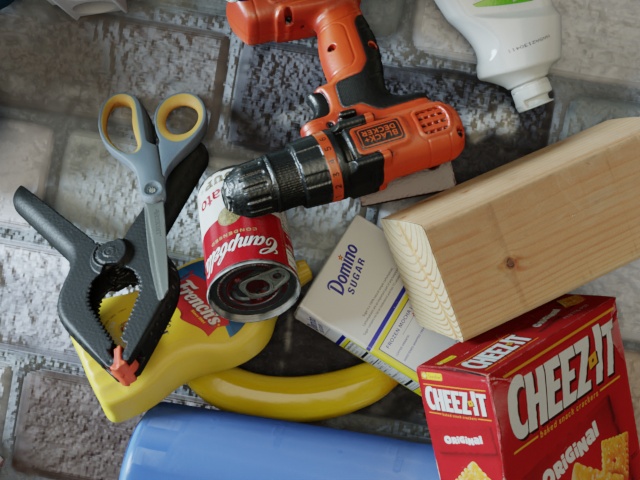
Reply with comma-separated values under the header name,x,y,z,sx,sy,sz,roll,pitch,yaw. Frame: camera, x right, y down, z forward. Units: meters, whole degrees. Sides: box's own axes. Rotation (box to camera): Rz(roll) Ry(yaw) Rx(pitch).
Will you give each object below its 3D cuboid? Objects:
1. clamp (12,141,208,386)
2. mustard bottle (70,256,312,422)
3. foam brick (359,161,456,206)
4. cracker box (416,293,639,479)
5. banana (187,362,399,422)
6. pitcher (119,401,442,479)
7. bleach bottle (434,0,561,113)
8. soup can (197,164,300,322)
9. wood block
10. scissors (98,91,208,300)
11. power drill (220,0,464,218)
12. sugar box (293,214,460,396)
name,x,y,z,sx,sy,sz,roll,pitch,yaw
clamp,-0.166,0.017,0.821,0.164,0.036,0.210,-10,53,8
mustard bottle,-0.095,0.062,0.838,0.191,0.058,0.096,-24,53,-12
foam brick,0.065,-0.058,0.845,0.078,0.051,0.053,-12,91,3
cracker box,0.164,0.163,0.772,0.072,0.163,0.214,1,107,46
banana,-0.031,0.114,0.861,0.198,0.037,0.069,10,92,3
pitcher,-0.027,0.202,0.804,0.243,0.149,0.145,10,68,10
bleach bottle,0.116,-0.218,0.835,0.102,0.068,0.251,-21,92,3
soup can,-0.055,0.001,0.799,0.068,0.068,0.102,-15,49,3
wood block,0.163,-0.013,0.790,0.206,0.090,0.091,-23,100,-13
scissors,-0.113,-0.048,0.826,0.096,0.016,0.202,-22,57,-12
power drill,-0.007,-0.113,0.801,0.184,0.057,0.188,-17,66,-13
sugar box,0.077,0.065,0.841,0.176,0.048,0.093,32,72,5
